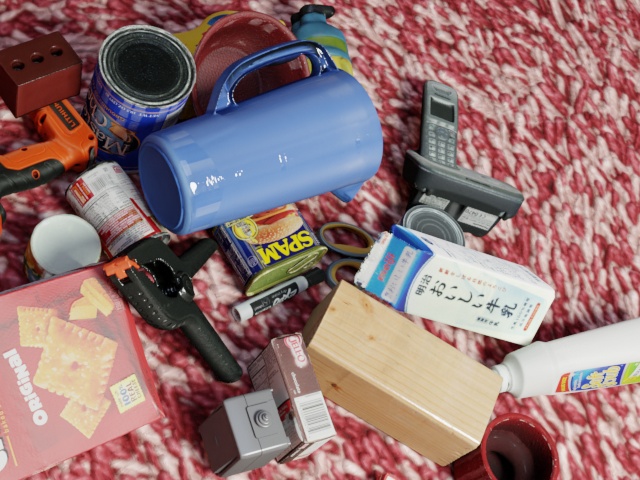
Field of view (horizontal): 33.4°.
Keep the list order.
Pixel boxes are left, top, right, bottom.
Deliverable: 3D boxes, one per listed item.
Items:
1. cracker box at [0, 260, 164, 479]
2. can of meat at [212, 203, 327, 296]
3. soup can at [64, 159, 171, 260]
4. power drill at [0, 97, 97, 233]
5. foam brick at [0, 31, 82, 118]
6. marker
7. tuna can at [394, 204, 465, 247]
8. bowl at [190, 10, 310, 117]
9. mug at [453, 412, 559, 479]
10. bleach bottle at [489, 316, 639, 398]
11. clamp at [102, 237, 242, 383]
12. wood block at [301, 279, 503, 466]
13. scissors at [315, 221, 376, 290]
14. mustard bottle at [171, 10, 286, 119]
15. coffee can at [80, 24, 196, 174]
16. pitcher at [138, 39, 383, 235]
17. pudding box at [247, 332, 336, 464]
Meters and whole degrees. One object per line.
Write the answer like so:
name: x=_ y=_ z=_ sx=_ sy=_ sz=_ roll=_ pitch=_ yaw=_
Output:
cracker box: x=-0.267 y=0.124 z=0.982 sx=0.213 sy=0.072 sz=0.164 roll=-19 pitch=94 yaw=-37
can of meat: x=-0.058 y=0.001 z=1.183 sx=0.101 sy=0.058 sz=0.084 roll=-23 pitch=72 yaw=-31
soup can: x=-0.214 y=-0.026 z=1.125 sx=0.068 sy=0.069 sz=0.102 roll=-31 pitch=79 yaw=-32
power drill: x=-0.345 y=-0.096 z=1.116 sx=0.187 sy=0.057 sz=0.184 roll=-35 pitch=80 yaw=-31
foam brick: x=-0.296 y=-0.173 z=1.112 sx=0.078 sy=0.051 sz=0.053 roll=-28 pitch=68 yaw=-29
marker: x=-0.044 y=0.058 z=1.181 sx=0.120 sy=0.020 sz=0.020 roll=-25 pitch=76 yaw=-30
tuna can: x=0.127 y=0.001 z=1.254 sx=0.086 sy=0.034 sz=0.086 roll=14 pitch=51 yaw=-18
bowl: x=-0.090 y=-0.176 z=1.211 sx=0.161 sy=0.055 sz=0.162 roll=-4 pitch=96 yaw=-36
mug: x=0.189 y=0.249 z=1.141 sx=0.093 sy=0.082 sz=0.117 roll=43 pitch=56 yaw=3
bleach bottle: x=0.304 y=0.143 z=1.245 sx=0.250 sy=0.103 sz=0.068 roll=-9 pitch=60 yaw=-19
clamp: x=-0.146 y=0.042 z=1.073 sx=0.209 sy=0.036 sz=0.164 roll=40 pitch=33 yaw=-55
wood block: x=0.078 y=0.144 z=1.144 sx=0.206 sy=0.091 sz=0.090 roll=31 pitch=57 yaw=-5
scissors: x=0.086 y=0.035 z=1.249 sx=0.201 sy=0.016 sz=0.096 roll=19 pitch=60 yaw=-13
mustard bottle: x=-0.116 y=-0.222 z=1.272 sx=0.191 sy=0.058 sz=0.096 roll=-32 pitch=83 yaw=-32
coffee can: x=-0.200 y=-0.149 z=1.150 sx=0.102 sy=0.140 sz=0.103 roll=9 pitch=61 yaw=-18
pitcher: x=-0.066 y=-0.101 z=1.125 sx=0.242 sy=0.145 sz=0.149 roll=-21 pitch=65 yaw=-30
pudding box: x=-0.032 y=0.162 z=1.090 sx=0.039 sy=0.090 sz=0.113 roll=-9 pitch=69 yaw=-25
